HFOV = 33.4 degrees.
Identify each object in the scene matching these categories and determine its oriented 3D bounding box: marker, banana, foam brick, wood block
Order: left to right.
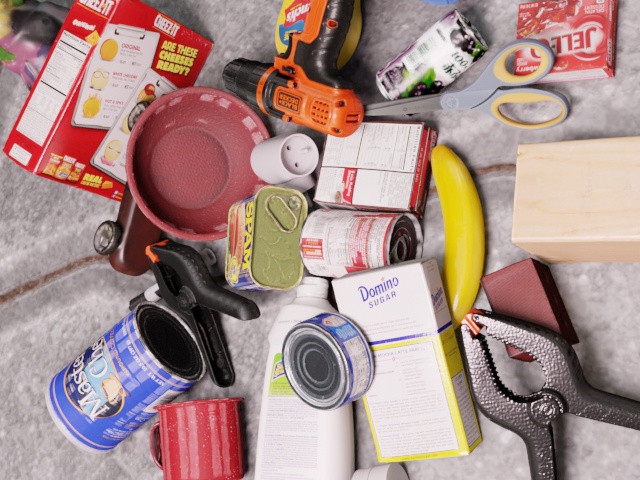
[{"bbox_3d":[-0.166,0.047,1.178,0.121,0.020,0.020,-33,64,22],"label":"marker"},{"bbox_3d":[0.122,0.005,0.999,0.070,0.037,0.198,4,81,31],"label":"banana"},{"bbox_3d":[0.184,0.062,0.939,0.051,0.052,0.078,-28,67,24],"label":"foam brick"},{"bbox_3d":[0.274,-0.033,0.882,0.206,0.090,0.090,-1,78,32],"label":"wood block"}]

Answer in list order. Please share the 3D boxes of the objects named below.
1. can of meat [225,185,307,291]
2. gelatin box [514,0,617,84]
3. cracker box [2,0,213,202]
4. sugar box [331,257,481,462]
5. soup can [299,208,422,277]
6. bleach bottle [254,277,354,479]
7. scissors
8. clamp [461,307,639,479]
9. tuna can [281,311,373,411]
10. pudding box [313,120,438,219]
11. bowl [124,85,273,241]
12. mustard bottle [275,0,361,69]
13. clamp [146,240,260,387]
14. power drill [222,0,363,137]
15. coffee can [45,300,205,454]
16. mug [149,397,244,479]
[{"bbox_3d":[-0.057,0.001,1.079,0.084,0.057,0.102,166,109,-65],"label":"can of meat"},{"bbox_3d":[0.226,-0.185,0.982,0.089,0.030,0.073,-1,79,32],"label":"gelatin box"},{"bbox_3d":[-0.234,-0.160,1.181,0.072,0.164,0.214,30,96,31],"label":"cracker box"},{"bbox_3d":[0.078,0.109,0.966,0.093,0.048,0.176,-12,92,28],"label":"sugar box"},{"bbox_3d":[0.038,0.004,1.033,0.102,0.068,0.068,4,81,33],"label":"soup can"},{"bbox_3d":[-0.008,0.160,1.031,0.103,0.068,0.251,-3,75,27],"label":"bleach bottle"},{"bbox_3d":[0.131,-0.147,0.990,0.202,0.016,0.096,10,121,14],"label":"scissors"},{"bbox_3d":[0.201,0.134,0.887,0.165,0.036,0.210,-36,87,16],"label":"clamp"},{"bbox_3d":[0.005,0.110,0.966,0.086,0.033,0.086,15,113,40],"label":"tuna can"},{"bbox_3d":[0.054,-0.072,1.058,0.114,0.039,0.090,7,81,30],"label":"pudding box"},{"bbox_3d":[-0.131,-0.079,1.131,0.055,0.162,0.162,178,105,-70],"label":"bowl"},{"bbox_3d":[-0.001,-0.234,1.117,0.096,0.058,0.191,2,81,33],"label":"mustard bottle"},{"bbox_3d":[-0.128,0.070,1.119,0.172,0.039,0.120,43,127,35],"label":"clamp"},{"bbox_3d":[-0.021,-0.208,1.043,0.185,0.057,0.188,25,116,38],"label":"power drill"},{"bbox_3d":[-0.206,0.146,1.131,0.140,0.102,0.103,-39,62,18],"label":"coffee can"},{"bbox_3d":[-0.129,0.206,1.080,0.117,0.093,0.081,-13,77,33],"label":"mug"}]
